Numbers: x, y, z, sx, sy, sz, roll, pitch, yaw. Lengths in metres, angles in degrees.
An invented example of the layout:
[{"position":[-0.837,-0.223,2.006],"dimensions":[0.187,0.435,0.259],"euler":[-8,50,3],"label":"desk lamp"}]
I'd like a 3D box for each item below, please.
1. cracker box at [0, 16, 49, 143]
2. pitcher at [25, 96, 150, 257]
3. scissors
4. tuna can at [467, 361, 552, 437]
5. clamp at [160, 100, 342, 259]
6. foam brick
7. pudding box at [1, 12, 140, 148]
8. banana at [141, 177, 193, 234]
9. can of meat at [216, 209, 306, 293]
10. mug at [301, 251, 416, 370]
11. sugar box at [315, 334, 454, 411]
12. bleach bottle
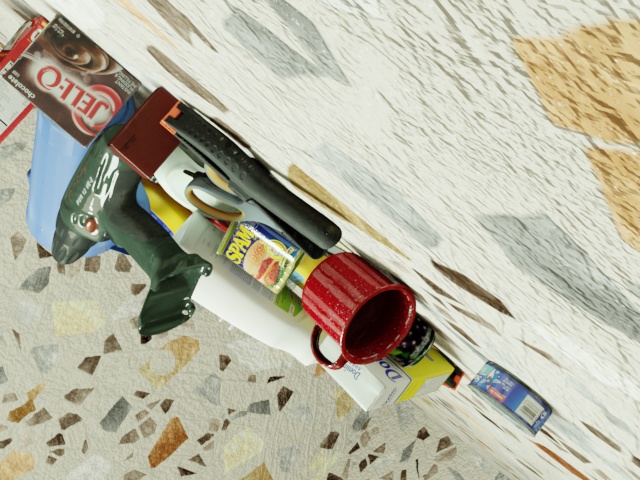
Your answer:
[{"position":[-0.395,-0.173,1.296],"dimensions":[0.072,0.213,0.164],"euler":[43,173,-22],"label":"cracker box"},{"position":[-0.279,-0.088,1.291],"dimensions":[0.243,0.149,0.145],"euler":[114,152,-55],"label":"pitcher"},{"position":[-0.043,-0.035,1.094],"dimensions":[0.202,0.016,0.096],"euler":[17,136,6],"label":"scissors"},{"position":[0.194,0.162,1.093],"dimensions":[0.086,0.033,0.086],"euler":[38,174,4],"label":"tuna can"},{"position":[-0.063,-0.053,1.022],"dimensions":[0.210,0.036,0.164],"euler":[40,173,7],"label":"clamp"},{"position":[-0.166,-0.106,1.055],"dimensions":[0.053,0.078,0.051],"euler":[42,174,-14],"label":"foam brick"},{"position":[-0.260,-0.166,1.115],"dimensions":[0.113,0.090,0.039],"euler":[41,175,-16],"label":"pudding box"},{"position":[-0.183,-0.008,1.410],"dimensions":[0.197,0.070,0.037],"euler":[61,-150,-23],"label":"banana"},{"position":[-0.058,0.002,1.179],"dimensions":[0.084,0.057,0.102],"euler":[36,144,3],"label":"can of meat"},{"position":[0.029,0.074,1.069],"dimensions":[0.093,0.117,0.082],"euler":[17,-163,-46],"label":"mug"},{"position":[0.077,0.142,1.243],"dimensions":[0.093,0.048,0.175],"euler":[44,-160,23],"label":"sugar box"},{"position":[-0.073,0.076,1.258],"dimensions":[0.250,0.068,0.102],"euler":[38,-153,-13],"label":"bleach bottle"}]
